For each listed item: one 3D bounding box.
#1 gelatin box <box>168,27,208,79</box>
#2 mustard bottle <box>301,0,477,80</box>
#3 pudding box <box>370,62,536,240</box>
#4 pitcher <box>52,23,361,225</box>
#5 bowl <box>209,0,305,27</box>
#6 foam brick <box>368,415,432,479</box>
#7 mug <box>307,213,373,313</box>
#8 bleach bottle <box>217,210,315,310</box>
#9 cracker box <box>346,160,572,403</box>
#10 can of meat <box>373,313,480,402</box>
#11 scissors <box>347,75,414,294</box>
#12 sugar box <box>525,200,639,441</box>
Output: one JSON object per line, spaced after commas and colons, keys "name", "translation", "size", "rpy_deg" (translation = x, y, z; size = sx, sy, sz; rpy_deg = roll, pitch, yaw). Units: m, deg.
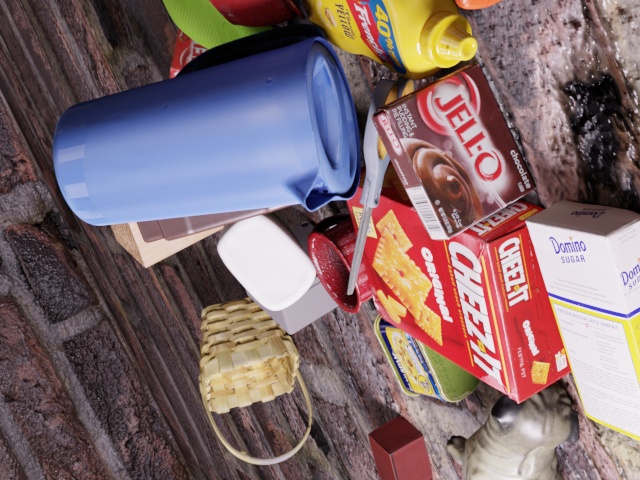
{"name": "gelatin box", "translation": [-0.120, -0.209, 1.155], "size": [0.030, 0.073, 0.089], "rpy_deg": [118, 163, -67]}
{"name": "mustard bottle", "translation": [0.057, -0.177, 0.846], "size": [0.192, 0.058, 0.096], "rpy_deg": [36, 155, 48]}
{"name": "pudding box", "translation": [0.103, -0.069, 0.831], "size": [0.113, 0.090, 0.039], "rpy_deg": [64, 162, -9]}
{"name": "pitcher", "translation": [-0.094, -0.091, 0.898], "size": [0.149, 0.243, 0.145], "rpy_deg": [-43, -57, -68]}
{"name": "bowl", "translation": [-0.082, -0.237, 0.909], "size": [0.162, 0.055, 0.162], "rpy_deg": [50, -172, -10]}
{"name": "foam brick", "translation": [0.100, 0.269, 1.333], "size": [0.053, 0.051, 0.078], "rpy_deg": [37, 148, 51]}
{"name": "mug", "translation": [0.039, 0.009, 1.098], "size": [0.117, 0.081, 0.093], "rpy_deg": [41, 152, 44]}
{"name": "bleach bottle", "translation": [-0.058, 0.001, 1.161], "size": [0.102, 0.068, 0.251], "rpy_deg": [47, -176, -7]}
{"name": "cracker box", "translation": [0.116, 0.027, 0.950], "size": [0.214, 0.072, 0.164], "rpy_deg": [30, 143, 54]}
{"name": "can of meat", "translation": [0.111, 0.114, 1.098], "size": [0.084, 0.057, 0.102], "rpy_deg": [-1, 116, 65]}
{"name": "scissors", "translation": [0.051, -0.055, 0.911], "size": [0.016, 0.096, 0.202], "rpy_deg": [19, 131, 16]}
{"name": "sugar box", "translation": [0.217, 0.060, 0.791], "size": [0.093, 0.048, 0.176], "rpy_deg": [19, 130, 62]}
